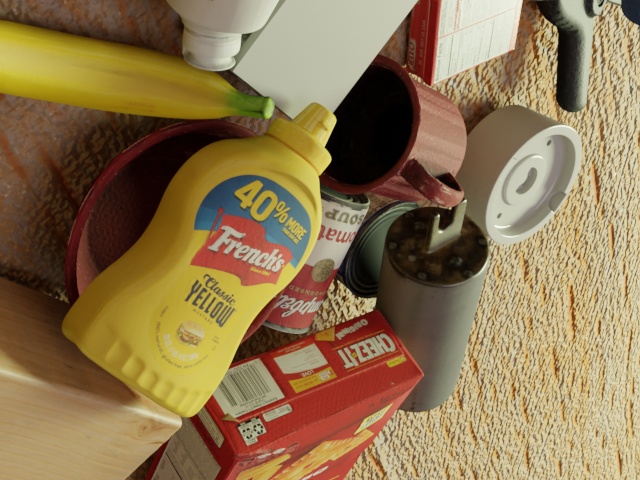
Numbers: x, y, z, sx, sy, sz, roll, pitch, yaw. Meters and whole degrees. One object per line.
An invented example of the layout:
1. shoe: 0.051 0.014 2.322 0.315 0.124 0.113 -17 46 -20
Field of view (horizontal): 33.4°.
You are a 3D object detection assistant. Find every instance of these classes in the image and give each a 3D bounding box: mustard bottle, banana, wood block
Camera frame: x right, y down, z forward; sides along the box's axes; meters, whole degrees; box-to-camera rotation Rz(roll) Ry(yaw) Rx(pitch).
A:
1. mustard bottle: -0.054 0.001 0.608 0.096 0.058 0.191 42 81 -37
2. banana: -0.122 -0.091 0.558 0.197 0.070 0.037 5 86 -35
3. wood block: -0.189 0.080 0.604 0.091 0.090 0.205 -44 144 11

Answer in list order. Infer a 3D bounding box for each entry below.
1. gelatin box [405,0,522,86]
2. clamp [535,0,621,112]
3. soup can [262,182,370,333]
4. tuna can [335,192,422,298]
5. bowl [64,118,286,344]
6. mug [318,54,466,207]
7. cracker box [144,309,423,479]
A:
1. gelatin box: 0.102 -0.159 0.754 0.089 0.030 0.073 -26 138 -28
2. clamp: 0.209 -0.194 0.826 0.120 0.039 0.171 -55 144 -21
3. soup can: -0.016 0.004 0.741 0.068 0.069 0.102 8 114 -48
4. tuna can: 0.043 0.000 0.824 0.086 0.034 0.086 -26 136 -28
5. bowl: -0.092 -0.002 0.655 0.161 0.055 0.162 -16 118 -33
6. mug: 0.054 -0.064 0.718 0.081 0.117 0.093 12 119 -54
7. cracker box: -0.038 0.157 0.797 0.163 0.072 0.214 -18 150 -35
